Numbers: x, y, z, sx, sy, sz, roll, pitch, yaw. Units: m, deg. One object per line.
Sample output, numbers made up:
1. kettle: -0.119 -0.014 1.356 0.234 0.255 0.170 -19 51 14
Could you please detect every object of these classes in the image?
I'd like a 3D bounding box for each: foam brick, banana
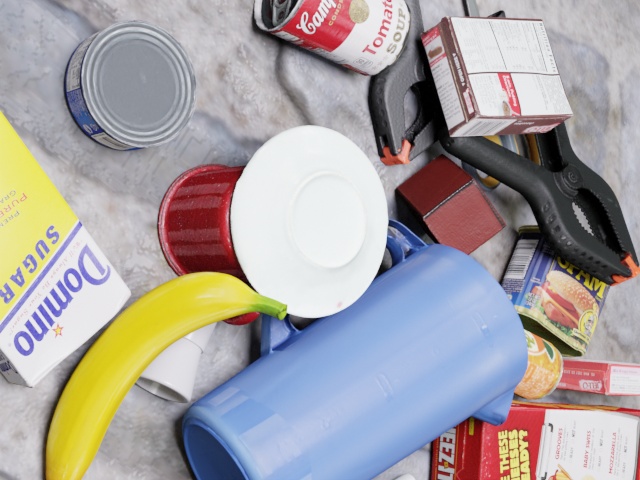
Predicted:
1. foam brick: 0.103 -0.027 0.856 0.051 0.078 0.053 -38 112 2
2. banana: -0.117 0.080 0.690 0.198 0.070 0.037 -40 160 7

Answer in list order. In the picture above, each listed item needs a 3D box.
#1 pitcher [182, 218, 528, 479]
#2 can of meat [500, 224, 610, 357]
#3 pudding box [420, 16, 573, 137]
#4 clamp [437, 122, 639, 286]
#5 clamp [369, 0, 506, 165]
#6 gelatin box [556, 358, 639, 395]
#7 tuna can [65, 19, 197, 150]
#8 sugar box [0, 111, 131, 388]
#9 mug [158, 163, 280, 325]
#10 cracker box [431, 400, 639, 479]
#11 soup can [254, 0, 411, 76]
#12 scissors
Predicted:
1. pitcher: 0.019 0.101 0.777 0.242 0.149 0.145 -29 136 -30
2. can of meat: 0.207 0.047 0.950 0.102 0.058 0.084 34 72 -30
3. pudding box: 0.143 -0.132 0.857 0.113 0.039 0.090 -6 74 -37
4. clamp: 0.192 -0.046 0.899 0.164 0.036 0.210 -31 89 -40
5. clamp: 0.078 -0.148 0.875 0.120 0.039 0.171 31 73 -18
6. gelatin box: 0.261 0.126 0.975 0.089 0.073 0.030 7 85 -36
7. tuna can: -0.129 -0.104 0.726 0.085 0.034 0.086 1 88 -36
8. sugar box: -0.203 -0.004 0.663 0.093 0.048 0.176 -45 112 -28
9. mug: -0.055 0.001 0.747 0.093 0.082 0.117 8 83 -35
10. cracker box: 0.192 0.223 0.925 0.213 0.072 0.164 8 84 -34
11. soup can: 0.010 -0.172 0.808 0.102 0.069 0.068 18 78 -35
12. scissors: 0.136 -0.131 0.929 0.096 0.016 0.201 -38 110 -30
